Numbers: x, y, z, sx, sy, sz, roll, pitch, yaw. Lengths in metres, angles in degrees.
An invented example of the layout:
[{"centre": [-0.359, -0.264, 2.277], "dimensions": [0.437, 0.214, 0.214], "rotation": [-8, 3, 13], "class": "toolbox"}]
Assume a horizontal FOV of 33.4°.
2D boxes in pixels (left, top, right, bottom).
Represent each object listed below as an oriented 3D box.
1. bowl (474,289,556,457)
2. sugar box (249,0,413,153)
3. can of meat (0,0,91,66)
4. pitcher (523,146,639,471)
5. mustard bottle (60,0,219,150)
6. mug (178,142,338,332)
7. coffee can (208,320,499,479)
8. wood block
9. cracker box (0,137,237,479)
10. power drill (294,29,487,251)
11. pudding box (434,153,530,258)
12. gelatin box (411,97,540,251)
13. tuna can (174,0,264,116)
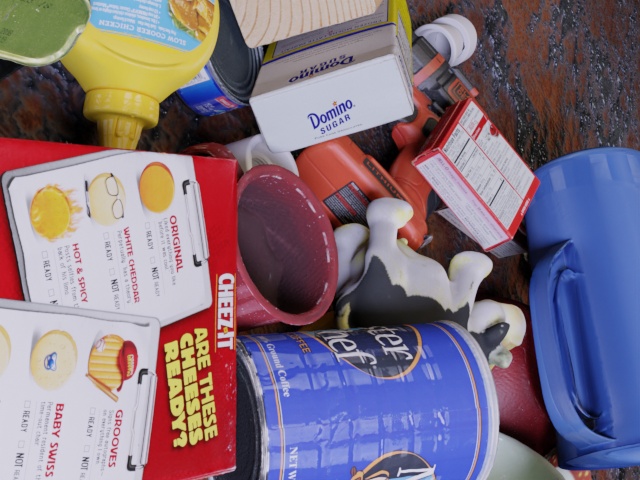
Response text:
[{"centre": [0.168, 0.113, 0.884], "dimensions": [0.161, 0.055, 0.162], "rotation": [26, 56, -46], "class": "bowl"}, {"centre": [0.012, -0.118, 0.697], "dimensions": [0.176, 0.093, 0.048], "rotation": [-82, 154, -59], "class": "sugar box"}, {"centre": [-0.168, -0.138, 0.519], "dimensions": [0.101, 0.058, 0.084], "rotation": [9, 45, -45], "class": "can of meat"}, {"centre": [0.224, 0.052, 0.832], "dimensions": [0.149, 0.145, 0.243], "rotation": [77, 5, -70], "class": "pitcher"}, {"centre": [-0.103, -0.140, 0.596], "dimensions": [0.096, 0.058, 0.191], "rotation": [10, 80, -29], "class": "mustard bottle"}, {"centre": [-0.054, 0.001, 0.617], "dimensions": [0.093, 0.082, 0.117], "rotation": [-37, 105, -52], "class": "mug"}, {"centre": [0.014, 0.100, 0.601], "dimensions": [0.140, 0.103, 0.103], "rotation": [-2, 75, -24], "class": "coffee can"}, {"centre": [0.004, -0.215, 0.734], "dimensions": [0.206, 0.091, 0.090], "rotation": [-62, 137, -59], "class": "wood block"}, {"centre": [-0.132, 0.038, 0.485], "dimensions": [0.213, 0.072, 0.164], "rotation": [0, 91, -54], "class": "cracker box"}, {"centre": [0.055, -0.083, 0.800], "dimensions": [0.184, 0.057, 0.187], "rotation": [48, 46, -7], "class": "power drill"}, {"centre": [0.144, -0.046, 0.933], "dimensions": [0.113, 0.039, 0.090], "rotation": [29, 55, -42], "class": "pudding box"}, {"centre": [0.113, -0.049, 0.771], "dimensions": [0.089, 0.030, 0.073], "rotation": [48, 44, -13], "class": "gelatin box"}, {"centre": [-0.070, -0.123, 0.675], "dimensions": [0.086, 0.034, 0.086], "rotation": [44, 39, -52], "class": "tuna can"}]
